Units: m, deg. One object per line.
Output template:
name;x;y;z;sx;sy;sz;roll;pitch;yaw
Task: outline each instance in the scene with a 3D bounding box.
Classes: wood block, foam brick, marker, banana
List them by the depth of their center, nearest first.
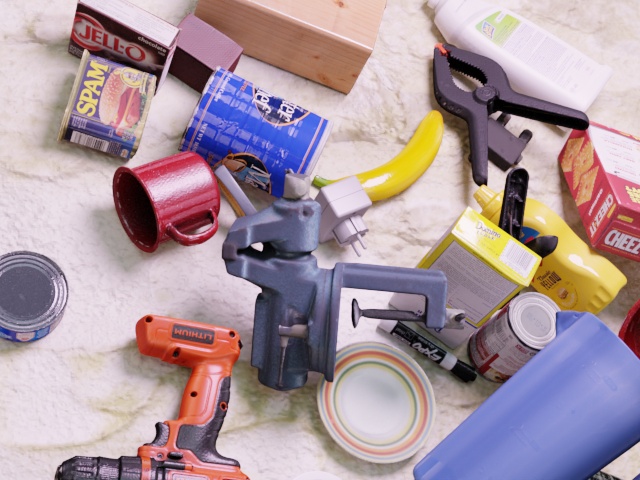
marker;0.117;0.117;1.158;0.121;0.020;0.020;33;58;-1
foam brick;-0.137;-0.210;1.219;0.078;0.051;0.053;34;57;0
banana;0.086;-0.092;1.243;0.197;0.037;0.070;-30;77;-29
wood block;-0.039;-0.266;1.259;0.206;0.090;0.090;20;58;-8

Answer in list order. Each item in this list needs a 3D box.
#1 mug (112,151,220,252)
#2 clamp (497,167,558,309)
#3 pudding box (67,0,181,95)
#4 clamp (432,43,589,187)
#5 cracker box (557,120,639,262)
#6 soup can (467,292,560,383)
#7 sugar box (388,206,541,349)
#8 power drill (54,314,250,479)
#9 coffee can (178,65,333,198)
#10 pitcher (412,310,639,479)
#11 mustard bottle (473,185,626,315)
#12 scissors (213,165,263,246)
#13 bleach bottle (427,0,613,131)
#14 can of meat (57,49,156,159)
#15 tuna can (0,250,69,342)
mug;-0.150;-0.037;1.099;0.081;0.093;0.117;-23;49;-32
clamp;0.206;0.021;1.147;0.039;0.172;0.120;5;34;-10
pudding box;-0.217;-0.220;1.173;0.113;0.090;0.039;25;58;-6
clamp;0.212;-0.170;1.299;0.164;0.036;0.210;-23;59;-12
cracker box;0.382;-0.048;1.255;0.164;0.072;0.213;17;32;-10
soup can;0.209;0.105;1.147;0.068;0.102;0.068;8;62;-15
sugar box;0.147;0.043;1.113;0.093;0.176;0.048;36;60;1
power drill;-0.150;0.169;1.018;0.184;0.057;0.187;12;64;-17
coffee can;-0.070;-0.113;1.162;0.140;0.103;0.102;26;59;-5
pitcher;0.219;0.199;1.036;0.243;0.149;0.145;-40;112;1
mustard bottle;0.249;0.008;1.213;0.191;0.096;0.058;44;59;6
scissors;-0.058;0.001;1.149;0.016;0.096;0.201;-35;110;-6
bleach bottle;0.244;-0.250;1.365;0.251;0.068;0.102;38;58;5
can of meat;-0.229;-0.144;1.151;0.084;0.058;0.102;17;60;-14
tuna can;-0.290;0.055;1.040;0.086;0.034;0.086;8;62;-15
